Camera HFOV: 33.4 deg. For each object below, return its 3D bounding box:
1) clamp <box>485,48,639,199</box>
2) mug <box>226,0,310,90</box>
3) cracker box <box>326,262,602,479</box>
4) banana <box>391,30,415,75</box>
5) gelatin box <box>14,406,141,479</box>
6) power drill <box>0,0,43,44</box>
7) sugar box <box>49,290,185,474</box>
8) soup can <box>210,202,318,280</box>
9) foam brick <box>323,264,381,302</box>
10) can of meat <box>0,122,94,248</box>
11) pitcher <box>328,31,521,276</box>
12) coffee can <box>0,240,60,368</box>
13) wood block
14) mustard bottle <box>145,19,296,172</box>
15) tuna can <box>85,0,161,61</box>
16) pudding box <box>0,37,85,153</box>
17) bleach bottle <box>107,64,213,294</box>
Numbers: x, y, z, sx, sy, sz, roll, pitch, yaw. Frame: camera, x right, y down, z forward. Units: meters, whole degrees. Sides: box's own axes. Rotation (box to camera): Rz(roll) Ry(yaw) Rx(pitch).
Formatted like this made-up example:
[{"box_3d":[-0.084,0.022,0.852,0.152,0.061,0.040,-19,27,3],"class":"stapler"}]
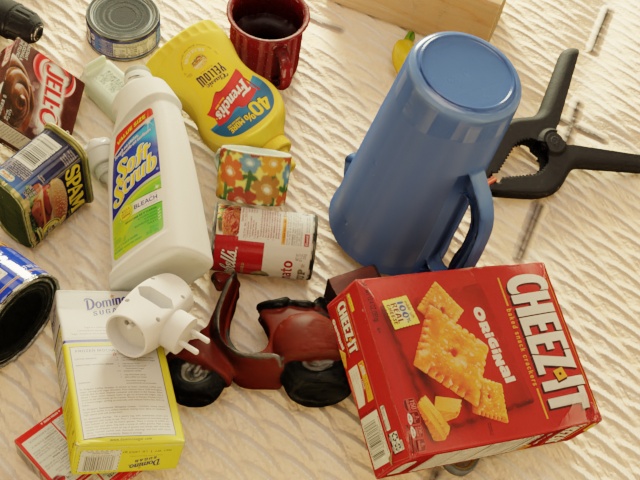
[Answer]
[{"box_3d":[0.250,-0.115,1.180,0.209,0.036,0.164,-24,81,-18],"class":"clamp"},{"box_3d":[-0.057,-0.218,1.197,0.093,0.081,0.117,-17,60,-18],"class":"mug"},{"box_3d":[0.130,0.110,0.960,0.213,0.072,0.164,-5,67,-28],"class":"cracker box"},{"box_3d":[0.140,-0.174,1.220,0.069,0.037,0.198,-28,64,-24],"class":"banana"},{"box_3d":[-0.210,0.188,0.930,0.073,0.030,0.089,-37,67,-29],"class":"gelatin box"},{"box_3d":[-0.359,-0.317,1.237,0.184,0.057,0.187,27,57,11],"class":"power drill"},{"box_3d":[-0.183,0.121,0.944,0.093,0.048,0.176,2,40,-23],"class":"sugar box"},{"box_3d":[-0.057,0.001,1.056,0.102,0.068,0.068,6,55,-4],"class":"soup can"},{"box_3d":[0.042,0.073,1.029,0.051,0.053,0.078,-18,59,-19],"class":"foam brick"},{"box_3d":[-0.274,-0.051,1.042,0.057,0.102,0.083,36,60,16],"class":"can of meat"},{"box_3d":[0.106,-0.073,1.023,0.149,0.243,0.145,19,53,-3],"class":"pitcher"},{"box_3d":[-0.325,0.038,0.972,0.140,0.103,0.102,32,58,14],"class":"coffee can"},{"box_3d":[0.121,-0.313,1.282,0.206,0.090,0.090,22,56,7],"class":"wood block"},{"box_3d":[-0.095,-0.143,1.145,0.096,0.058,0.192,-39,77,-15],"class":"mustard bottle"},{"box_3d":[-0.226,-0.248,1.222,0.086,0.034,0.086,4,55,-5],"class":"tuna can"},{"box_3d":[-0.299,-0.141,1.110,0.090,0.039,0.113,34,48,-36],"class":"pudding box"},{"box_3d":[-0.174,-0.068,1.064,0.103,0.068,0.251,-30,56,23],"class":"bleach bottle"}]
